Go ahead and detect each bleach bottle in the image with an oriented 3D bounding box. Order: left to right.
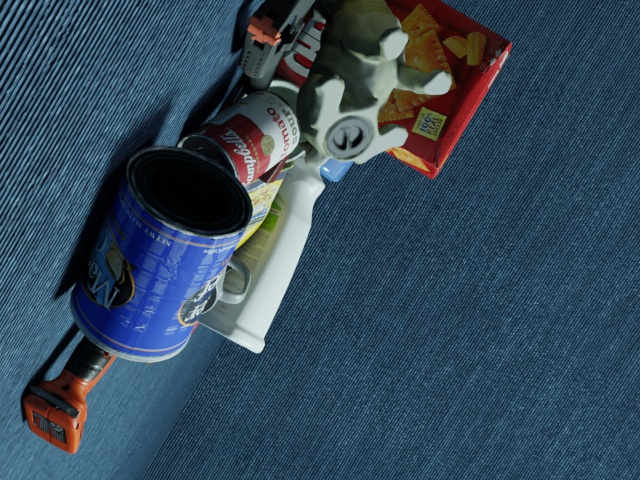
[{"bbox_3d":[-0.058,0.002,1.276,0.068,0.103,0.251,35,81,-47],"label":"bleach bottle"}]

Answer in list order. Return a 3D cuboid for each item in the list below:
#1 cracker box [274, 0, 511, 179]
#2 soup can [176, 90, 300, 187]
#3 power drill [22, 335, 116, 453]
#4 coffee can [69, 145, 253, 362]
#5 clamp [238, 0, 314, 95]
[{"bbox_3d":[0.074,-0.192,1.155,0.164,0.214,0.072,-58,177,-6],"label":"cracker box"},{"bbox_3d":[-0.073,-0.085,0.960,0.102,0.068,0.069,-42,167,-43],"label":"soup can"},{"bbox_3d":[-0.207,0.107,1.021,0.187,0.057,0.185,-61,176,-27],"label":"power drill"},{"bbox_3d":[-0.126,0.012,0.836,0.140,0.103,0.102,-60,178,34],"label":"coffee can"},{"bbox_3d":[-0.041,-0.184,0.960,0.165,0.036,0.210,-60,-178,21],"label":"clamp"}]
